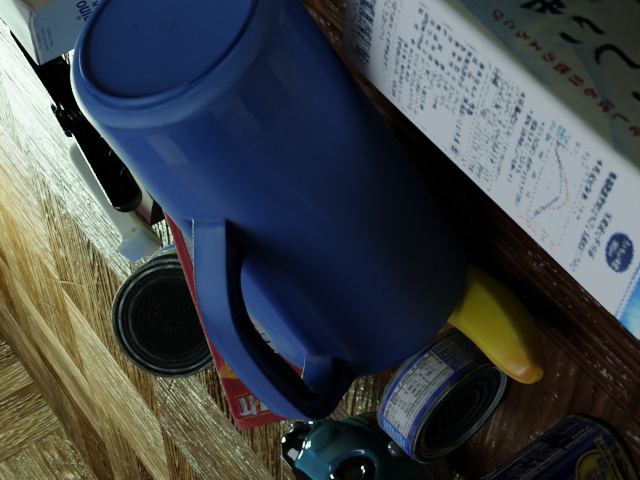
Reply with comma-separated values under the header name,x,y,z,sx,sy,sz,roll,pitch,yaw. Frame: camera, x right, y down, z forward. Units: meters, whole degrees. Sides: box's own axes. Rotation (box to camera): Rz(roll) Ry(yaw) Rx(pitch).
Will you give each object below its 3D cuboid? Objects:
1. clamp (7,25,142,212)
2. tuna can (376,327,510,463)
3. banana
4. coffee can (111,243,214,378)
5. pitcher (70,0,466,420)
name,x,y,z,sx,sy,sz,roll,pitch,yaw
clamp,-0.192,-0.096,0.866,0.164,0.036,0.210,61,173,-5
tuna can,0.078,0.097,0.666,0.034,0.086,0.086,43,152,33
banana,0.065,0.038,0.648,0.198,0.069,0.037,11,153,46
coffee can,-0.125,0.059,0.959,0.103,0.103,0.140,63,-178,-6
pitcher,-0.022,-0.025,0.551,0.149,0.145,0.242,55,-178,40
